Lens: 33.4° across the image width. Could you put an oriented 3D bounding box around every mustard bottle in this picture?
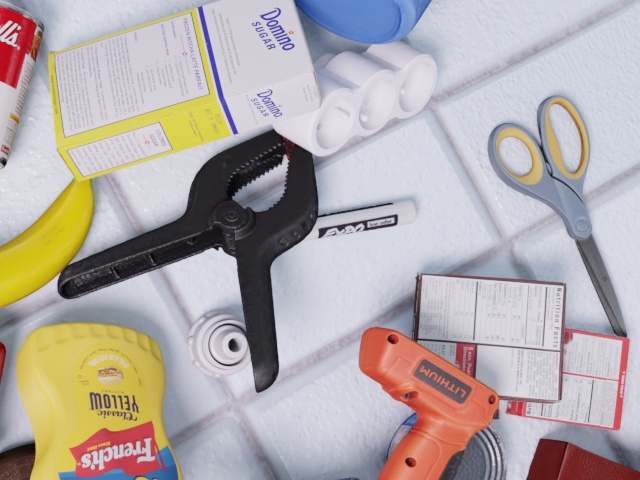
[{"bbox_3d":[-0.135,0.145,0.673,0.096,0.058,0.192,11,46,-33],"label":"mustard bottle"}]

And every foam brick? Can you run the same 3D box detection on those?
[{"bbox_3d":[0.202,0.189,0.814,0.078,0.051,0.053,24,79,-12],"label":"foam brick"}]

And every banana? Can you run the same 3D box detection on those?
[{"bbox_3d":[-0.212,0.009,0.698,0.197,0.037,0.069,-41,108,-44],"label":"banana"}]

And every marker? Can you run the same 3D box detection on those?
[{"bbox_3d":[0.013,-0.013,0.801,0.121,0.020,0.020,-10,86,-16],"label":"marker"}]

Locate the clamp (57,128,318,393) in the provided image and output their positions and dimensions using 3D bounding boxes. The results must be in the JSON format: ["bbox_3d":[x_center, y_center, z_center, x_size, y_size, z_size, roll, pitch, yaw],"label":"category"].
[{"bbox_3d":[-0.055,0.001,0.741,0.165,0.036,0.209,30,59,18],"label":"clamp"}]

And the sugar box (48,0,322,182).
[{"bbox_3d":[-0.093,-0.109,0.725,0.176,0.048,0.093,-15,57,0],"label":"sugar box"}]

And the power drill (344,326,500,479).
[{"bbox_3d":[0.025,0.156,0.711,0.184,0.057,0.187,32,76,-17],"label":"power drill"}]

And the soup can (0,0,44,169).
[{"bbox_3d":[-0.232,-0.106,0.719,0.068,0.069,0.102,15,81,-14],"label":"soup can"}]

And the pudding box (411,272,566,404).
[{"bbox_3d":[0.124,0.072,0.796,0.113,0.039,0.090,5,81,4],"label":"pudding box"}]

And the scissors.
[{"bbox_3d":[0.187,-0.016,0.851,0.096,0.016,0.202,-5,84,-14],"label":"scissors"}]

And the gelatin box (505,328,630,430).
[{"bbox_3d":[0.192,0.106,0.832,0.089,0.030,0.073,10,82,-14],"label":"gelatin box"}]

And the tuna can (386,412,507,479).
[{"bbox_3d":[0.093,0.167,0.795,0.086,0.034,0.086,2,83,-15],"label":"tuna can"}]
